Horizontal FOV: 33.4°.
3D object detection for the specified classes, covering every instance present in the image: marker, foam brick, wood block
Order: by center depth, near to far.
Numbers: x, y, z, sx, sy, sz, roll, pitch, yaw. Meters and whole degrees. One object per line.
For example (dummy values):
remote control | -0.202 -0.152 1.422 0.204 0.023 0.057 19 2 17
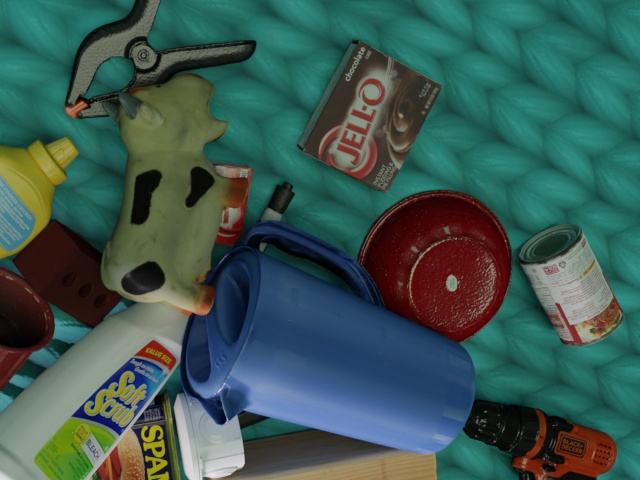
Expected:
foam brick | -0.211 0.029 0.914 0.053 0.051 0.078 -46 142 -1
marker | -0.056 0.001 0.981 0.020 0.020 0.121 27 95 -18
wood block | 0.000 0.236 1.011 0.206 0.090 0.091 -7 103 -12

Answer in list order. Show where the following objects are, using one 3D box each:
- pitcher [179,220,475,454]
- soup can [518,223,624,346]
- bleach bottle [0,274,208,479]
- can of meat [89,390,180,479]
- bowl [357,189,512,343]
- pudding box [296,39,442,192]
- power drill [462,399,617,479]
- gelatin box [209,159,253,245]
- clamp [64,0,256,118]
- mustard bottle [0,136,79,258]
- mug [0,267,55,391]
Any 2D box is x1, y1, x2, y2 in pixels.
pitcher | 0.013 0.094 0.926 0.242 0.145 0.149 22 102 -26
soup can | 0.244 0.043 1.041 0.068 0.068 0.102 -32 107 -5
bleach bottle | -0.181 0.114 0.911 0.250 0.068 0.102 -50 142 -26
can of meat | -0.173 0.196 0.976 0.084 0.057 0.102 -8 104 -9
bowl | 0.118 0.035 1.014 0.162 0.055 0.162 -3 103 -13
pudding box | 0.044 -0.113 0.970 0.090 0.039 0.113 25 95 -18
power drill | 0.201 0.261 1.065 0.184 0.057 0.187 18 85 -21
gelatin box | -0.110 -0.037 0.953 0.089 0.030 0.073 8 100 -15
clamp | -0.142 -0.157 0.914 0.120 0.039 0.171 43 96 -14
mustard bottle | -0.286 -0.025 0.895 0.191 0.058 0.096 -36 118 -4
mug | -0.281 0.086 0.871 0.093 0.117 0.082 35 117 -15
